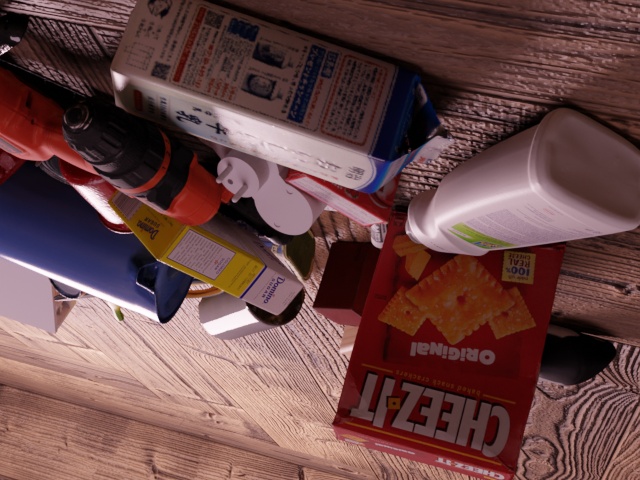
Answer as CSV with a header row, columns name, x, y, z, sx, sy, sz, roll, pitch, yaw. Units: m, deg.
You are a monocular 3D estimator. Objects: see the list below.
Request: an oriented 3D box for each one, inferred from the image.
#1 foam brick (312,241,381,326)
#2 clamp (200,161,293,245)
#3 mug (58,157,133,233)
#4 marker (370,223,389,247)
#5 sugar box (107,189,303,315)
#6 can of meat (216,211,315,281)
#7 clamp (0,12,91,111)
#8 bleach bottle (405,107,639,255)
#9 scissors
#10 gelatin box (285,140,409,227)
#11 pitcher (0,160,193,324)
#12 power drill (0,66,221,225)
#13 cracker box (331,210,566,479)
name,x,y,z,sx,sy,sz,roll,pitch,yaw
foam brick,0.035,0.047,1.117,0.053,0.078,0.051,2,155,37
clamp,-0.069,-0.033,0.970,0.120,0.039,0.171,27,179,-8
mug,-0.175,-0.064,0.970,0.117,0.093,0.081,13,157,30
marker,0.054,-0.022,0.995,0.020,0.020,0.121,14,161,10
sugar box,-0.098,0.005,0.943,0.093,0.048,0.176,44,-174,38
can of meat,-0.057,0.001,1.105,0.084,0.057,0.102,8,160,18
clamp,-0.289,-0.155,0.892,0.210,0.036,0.164,15,163,14
bleach bottle,0.136,-0.031,0.836,0.102,0.068,0.251,25,162,-21
scissors,-0.207,0.045,1.250,0.201,0.016,0.096,0,147,-16
gelatin box,0.023,-0.061,0.827,0.089,0.073,0.030,29,157,-30
pitcher,-0.250,-0.010,1.155,0.243,0.145,0.149,18,150,9
power drill,-0.182,-0.077,0.796,0.188,0.057,0.184,24,172,26
cracker box,0.117,0.091,0.959,0.164,0.213,0.072,13,161,12
